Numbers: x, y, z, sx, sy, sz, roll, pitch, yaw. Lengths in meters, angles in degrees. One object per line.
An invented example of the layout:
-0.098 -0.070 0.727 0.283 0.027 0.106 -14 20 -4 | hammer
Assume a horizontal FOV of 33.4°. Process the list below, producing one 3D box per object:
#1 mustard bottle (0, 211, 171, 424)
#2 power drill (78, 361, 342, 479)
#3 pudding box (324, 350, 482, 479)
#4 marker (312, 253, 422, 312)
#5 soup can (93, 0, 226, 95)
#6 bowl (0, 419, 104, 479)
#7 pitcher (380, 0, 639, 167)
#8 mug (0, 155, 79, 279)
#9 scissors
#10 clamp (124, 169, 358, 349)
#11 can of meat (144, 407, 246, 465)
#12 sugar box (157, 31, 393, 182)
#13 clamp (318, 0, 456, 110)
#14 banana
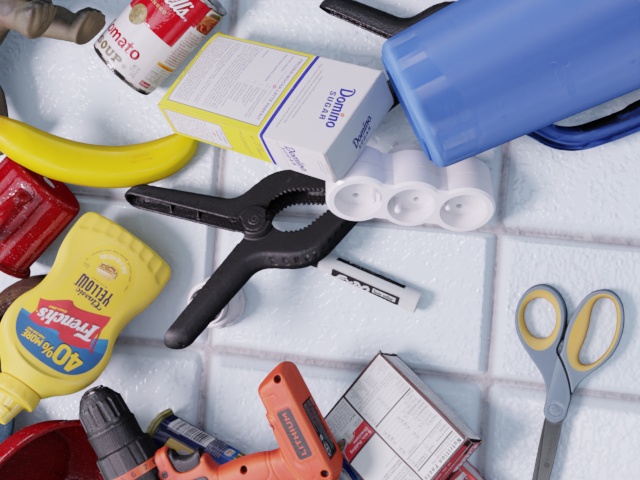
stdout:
-0.218 0.074 0.916 0.096 0.058 0.191 37 66 -8 | mustard bottle
-0.090 0.173 0.880 0.188 0.057 0.184 -29 91 12 | power drill
0.064 0.161 0.887 0.114 0.039 0.090 44 100 29 | pudding box
0.030 0.030 0.920 0.121 0.020 0.020 24 96 13 | marker
-0.141 -0.186 0.936 0.102 0.068 0.068 -44 81 11 | soup can
-0.247 0.218 0.943 0.055 0.161 0.162 30 99 42 | bowl
0.178 -0.144 0.811 0.243 0.145 0.149 -25 79 5 | pitcher
-0.273 -0.024 0.950 0.093 0.117 0.081 43 95 -2 | mug
0.181 0.124 0.885 0.096 0.016 0.202 29 96 14 | scissors
-0.056 0.001 0.903 0.210 0.036 0.164 -13 60 0 | clamp
-0.124 0.214 0.944 0.084 0.057 0.102 26 97 11 | can of meat
-0.038 -0.112 0.879 0.176 0.048 0.093 21 65 30 | sugar box
0.082 -0.146 0.895 0.171 0.039 0.120 2 96 14 | clamp
-0.194 -0.080 0.938 0.197 0.037 0.069 -4 102 -14 | banana
